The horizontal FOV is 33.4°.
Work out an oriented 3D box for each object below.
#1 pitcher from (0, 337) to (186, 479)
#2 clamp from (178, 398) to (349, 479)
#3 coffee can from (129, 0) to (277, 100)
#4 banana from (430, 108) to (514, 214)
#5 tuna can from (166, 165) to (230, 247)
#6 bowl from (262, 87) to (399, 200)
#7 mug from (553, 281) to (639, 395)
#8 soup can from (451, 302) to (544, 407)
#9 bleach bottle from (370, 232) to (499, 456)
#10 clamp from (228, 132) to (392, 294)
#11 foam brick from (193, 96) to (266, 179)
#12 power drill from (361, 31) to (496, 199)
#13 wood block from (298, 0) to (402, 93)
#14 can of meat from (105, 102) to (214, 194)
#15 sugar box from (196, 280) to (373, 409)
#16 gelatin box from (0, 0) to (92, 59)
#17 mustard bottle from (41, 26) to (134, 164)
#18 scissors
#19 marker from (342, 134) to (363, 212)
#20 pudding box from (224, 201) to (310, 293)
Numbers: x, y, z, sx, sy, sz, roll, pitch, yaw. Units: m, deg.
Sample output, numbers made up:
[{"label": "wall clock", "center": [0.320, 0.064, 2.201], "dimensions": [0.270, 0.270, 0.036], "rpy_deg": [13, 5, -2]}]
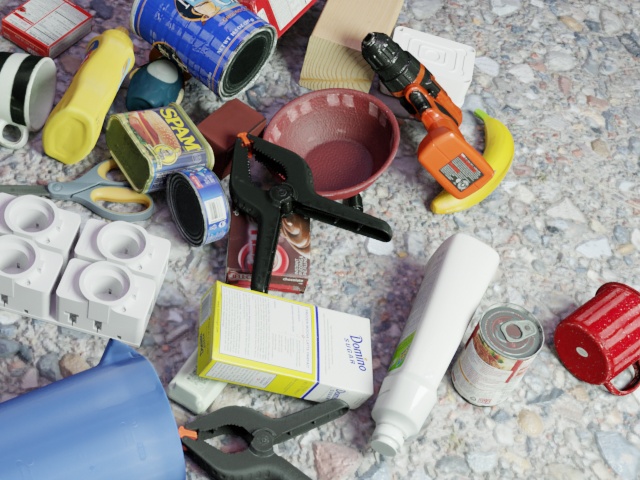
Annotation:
[{"label": "pitcher", "center": [-0.244, 0.203, 0.924], "dimensions": [0.242, 0.145, 0.149], "rpy_deg": [-17, 47, -22]}, {"label": "clamp", "center": [-0.051, 0.207, 1.018], "dimensions": [0.171, 0.039, 0.120], "rpy_deg": [-1, 48, -8]}, {"label": "coffee can", "center": [-0.136, -0.244, 1.239], "dimensions": [0.140, 0.103, 0.102], "rpy_deg": [38, 53, 13]}, {"label": "banana", "center": [0.198, -0.091, 1.322], "dimensions": [0.070, 0.037, 0.197], "rpy_deg": [10, 45, 21]}, {"label": "tuna can", "center": [-0.133, -0.038, 1.158], "dimensions": [0.033, 0.086, 0.086], "rpy_deg": [-20, 60, -29]}, {"label": "bowl", "center": [0.014, -0.102, 1.249], "dimensions": [0.162, 0.055, 0.162], "rpy_deg": [-5, 55, 7]}, {"label": "mug", "center": [0.314, 0.115, 1.163], "dimensions": [0.081, 0.093, 0.117], "rpy_deg": [-30, 101, -27]}, {"label": "soup can", "center": [0.181, 0.120, 1.105], "dimensions": [0.068, 0.102, 0.068], "rpy_deg": [7, 51, -9]}, {"label": "bleach bottle", "center": [0.109, 0.113, 1.106], "dimensions": [0.068, 0.103, 0.250], "rpy_deg": [28, 57, 0]}, {"label": "clamp", "center": [-0.029, -0.042, 1.161], "dimensions": [0.164, 0.036, 0.210], "rpy_deg": [-19, 57, -11]}, {"label": "foam brick", "center": [-0.109, -0.120, 1.251], "dimensions": [0.051, 0.053, 0.078], "rpy_deg": [35, 51, 13]}, {"label": "power drill", "center": [0.126, -0.148, 1.257], "dimensions": [0.184, 0.057, 0.188], "rpy_deg": [37, 25, -38]}, {"label": "wood block", "center": [0.050, -0.284, 1.397], "dimensions": [0.091, 0.090, 0.206], "rpy_deg": [20, 51, 1]}, {"label": "can of meat", "center": [-0.184, -0.104, 1.203], "dimensions": [0.083, 0.058, 0.102], "rpy_deg": [-15, 58, -39]}, {"label": "sugar box", "center": [-0.034, 0.107, 1.071], "dimensions": [0.176, 0.048, 0.093], "rpy_deg": [18, 50, -23]}, {"label": "gelatin box", "center": [-0.338, -0.266, 1.321], "dimensions": [0.073, 0.030, 0.089], "rpy_deg": [32, 52, 10]}, {"label": "mustard bottle", "center": [-0.258, -0.182, 1.231], "dimensions": [0.058, 0.096, 0.191], "rpy_deg": [26, 49, -13]}, {"label": "scissors", "center": [-0.282, -0.068, 1.188], "dimensions": [0.201, 0.016, 0.096], "rpy_deg": [13, 49, -5]}, {"label": "marker", "center": [0.039, -0.077, 1.277], "dimensions": [0.020, 0.020, 0.121], "rpy_deg": [5, 51, -11]}, {"label": "pudding box", "center": [-0.058, 0.001, 1.177], "dimensions": [0.090, 0.039, 0.113], "rpy_deg": [6, 51, -8]}]
